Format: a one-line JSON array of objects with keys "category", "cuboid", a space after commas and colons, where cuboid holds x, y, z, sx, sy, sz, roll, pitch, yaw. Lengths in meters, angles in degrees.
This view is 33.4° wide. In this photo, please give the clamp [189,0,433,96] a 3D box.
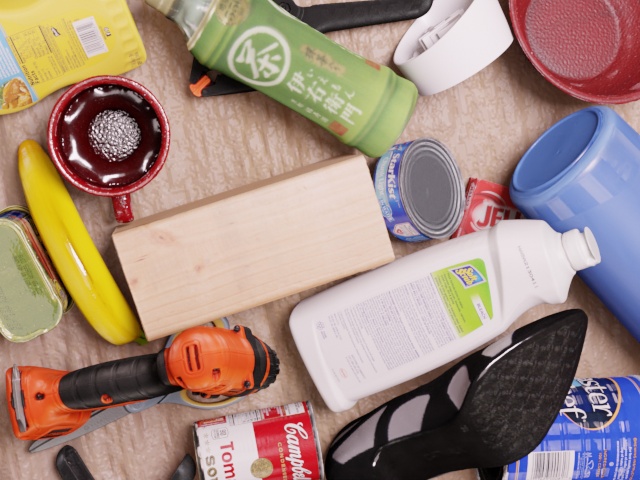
[{"category": "clamp", "cuboid": [-0.021, -0.187, 0.880, 0.164, 0.036, 0.210, 40, 92, -7]}]

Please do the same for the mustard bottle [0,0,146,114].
[{"category": "mustard bottle", "cuboid": [-0.241, -0.150, 0.836, 0.191, 0.058, 0.096, -22, 135, -4]}]

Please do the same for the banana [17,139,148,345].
[{"category": "banana", "cuboid": [-0.198, 0.010, 0.863, 0.037, 0.070, 0.198, -28, 100, -7]}]

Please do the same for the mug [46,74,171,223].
[{"category": "mug", "cuboid": [-0.164, -0.072, 0.852, 0.093, 0.081, 0.117, -12, 98, -7]}]

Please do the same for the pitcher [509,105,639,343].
[{"category": "pitcher", "cuboid": [0.279, -0.003, 0.886, 0.242, 0.149, 0.145, 42, 120, -17]}]

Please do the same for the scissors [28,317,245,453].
[{"category": "scissors", "cuboid": [-0.153, 0.116, 0.906, 0.201, 0.016, 0.096, -9, 95, -9]}]

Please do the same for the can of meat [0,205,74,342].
[{"category": "can of meat", "cuboid": [-0.241, 0.026, 0.851, 0.057, 0.084, 0.102, -27, 99, -4]}]

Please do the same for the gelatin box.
[{"category": "gelatin box", "cuboid": [0.162, -0.008, 0.930, 0.089, 0.030, 0.073, 17, 92, -10]}]

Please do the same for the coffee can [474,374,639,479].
[{"category": "coffee can", "cuboid": [0.211, 0.170, 0.921, 0.140, 0.103, 0.103, -1, 97, -8]}]

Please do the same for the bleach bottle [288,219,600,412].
[{"category": "bleach bottle", "cuboid": [0.103, 0.054, 0.856, 0.251, 0.068, 0.102, -22, 100, 24]}]

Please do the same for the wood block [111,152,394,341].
[{"category": "wood block", "cuboid": [-0.055, 0.002, 0.871, 0.206, 0.091, 0.090, -18, 99, -6]}]

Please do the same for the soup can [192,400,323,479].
[{"category": "soup can", "cuboid": [-0.053, 0.178, 0.903, 0.102, 0.068, 0.068, -9, 98, -6]}]

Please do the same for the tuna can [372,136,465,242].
[{"category": "tuna can", "cuboid": [0.082, -0.042, 0.891, 0.085, 0.034, 0.086, 10, 76, -45]}]

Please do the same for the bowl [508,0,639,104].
[{"category": "bowl", "cuboid": [0.223, -0.185, 0.894, 0.162, 0.055, 0.162, 2, 81, -13]}]

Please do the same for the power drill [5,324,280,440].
[{"category": "power drill", "cuboid": [-0.133, 0.109, 0.834, 0.188, 0.184, 0.057, -15, 77, 10]}]

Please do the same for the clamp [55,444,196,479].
[{"category": "clamp", "cuboid": [-0.155, 0.252, 0.905, 0.120, 0.039, 0.171, -5, 101, 17]}]
